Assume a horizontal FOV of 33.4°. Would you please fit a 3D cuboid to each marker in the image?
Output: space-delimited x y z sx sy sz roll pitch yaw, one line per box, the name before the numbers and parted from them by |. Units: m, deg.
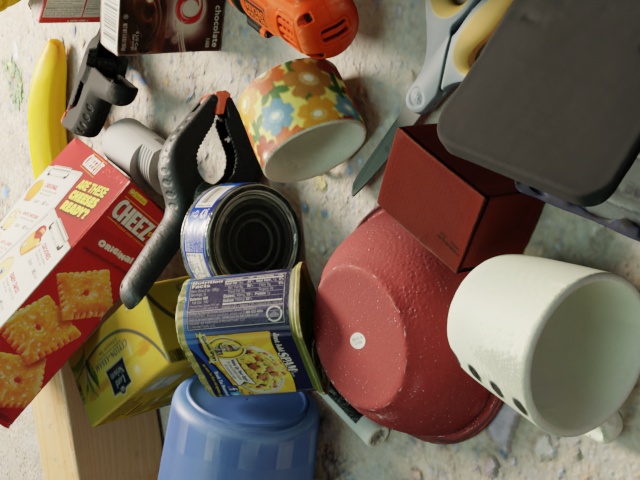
marker | 0.005 0.103 0.763 0.121 0.020 0.020 41 129 40

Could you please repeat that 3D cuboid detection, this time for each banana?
banana | -0.259 -0.096 1.055 0.070 0.037 0.198 -8 93 36

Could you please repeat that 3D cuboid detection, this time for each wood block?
wood block | -0.214 0.157 1.006 0.090 0.090 0.206 -6 93 54

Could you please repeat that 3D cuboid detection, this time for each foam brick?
foam brick | 0.079 -0.026 0.609 0.078 0.051 0.053 45 132 38

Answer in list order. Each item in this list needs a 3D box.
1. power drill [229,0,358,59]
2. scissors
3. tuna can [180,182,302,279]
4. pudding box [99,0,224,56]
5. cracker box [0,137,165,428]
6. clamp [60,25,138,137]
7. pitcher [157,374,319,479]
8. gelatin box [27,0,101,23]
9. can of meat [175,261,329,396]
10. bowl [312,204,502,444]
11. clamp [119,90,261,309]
power drill | -0.051 -0.220 0.673 0.185 0.057 0.187 43 162 46
scissors | 0.061 -0.108 0.644 0.202 0.016 0.096 -33 70 51
tuna can | -0.055 0.001 0.763 0.034 0.085 0.086 1 99 51
pudding box | -0.116 -0.197 0.793 0.039 0.089 0.113 37 127 44
cracker box | -0.232 0.029 0.900 0.213 0.072 0.164 -49 33 -5
clamp | -0.184 -0.158 0.918 0.210 0.036 0.164 148 132 -61
pitcher | -0.071 0.221 0.816 0.149 0.144 0.243 22 112 35
gelatin box | -0.204 -0.229 0.914 0.030 0.073 0.089 57 138 27
can of meat | -0.043 0.064 0.726 0.102 0.084 0.057 71 -164 -49
bowl | 0.044 0.056 0.672 0.162 0.055 0.162 18 112 50
clamp | -0.092 -0.024 0.786 0.039 0.120 0.171 -3 92 57
